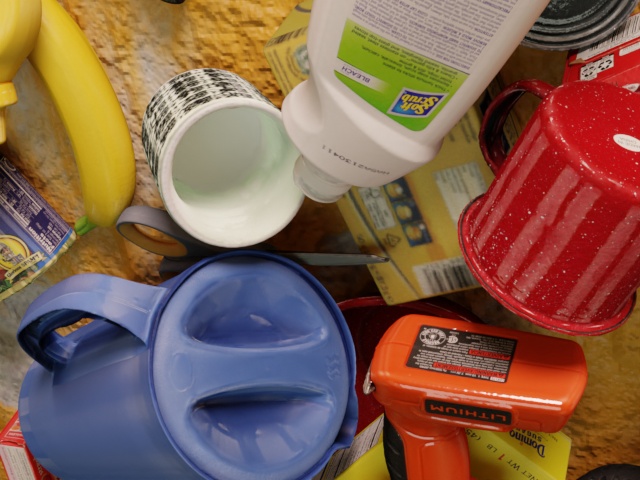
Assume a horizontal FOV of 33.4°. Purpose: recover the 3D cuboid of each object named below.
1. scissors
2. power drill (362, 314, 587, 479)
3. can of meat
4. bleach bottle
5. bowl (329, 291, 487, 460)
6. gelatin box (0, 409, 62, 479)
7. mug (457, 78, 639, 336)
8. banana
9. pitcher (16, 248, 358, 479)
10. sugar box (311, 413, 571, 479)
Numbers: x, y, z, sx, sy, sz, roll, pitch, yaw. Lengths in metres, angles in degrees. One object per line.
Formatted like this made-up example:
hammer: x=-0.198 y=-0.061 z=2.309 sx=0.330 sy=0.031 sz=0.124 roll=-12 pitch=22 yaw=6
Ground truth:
scissors: x=-0.054 y=0.001 z=0.636 sx=0.096 sy=0.016 sz=0.202 roll=37 pitch=152 yaw=-24
power drill: x=0.094 y=0.135 z=0.570 sx=0.184 sy=0.057 sz=0.188 roll=8 pitch=124 yaw=14
can of meat: x=-0.228 y=-0.006 z=0.722 sx=0.102 sy=0.057 sz=0.084 roll=-27 pitch=114 yaw=33
bleach bottle: x=0.037 y=-0.105 z=0.454 sx=0.102 sy=0.068 sz=0.251 roll=26 pitch=138 yaw=-6
bowl: x=0.059 y=0.087 z=0.681 sx=0.162 sy=0.055 sz=0.162 roll=10 pitch=126 yaw=14
gelatin box: x=-0.208 y=0.163 z=0.818 sx=0.030 sy=0.073 sz=0.089 roll=3 pitch=124 yaw=18
mug: x=0.115 y=-0.026 z=0.489 sx=0.117 sy=0.093 sz=0.082 roll=58 pitch=142 yaw=31
banana: x=-0.154 y=-0.081 z=0.655 sx=0.070 sy=0.037 sz=0.198 roll=0 pitch=123 yaw=20
pitcher: x=-0.106 y=0.088 z=0.661 sx=0.243 sy=0.144 sz=0.149 roll=-21 pitch=90 yaw=52
sugar box: x=0.060 y=0.152 z=0.661 sx=0.093 sy=0.048 sz=0.176 roll=36 pitch=126 yaw=-6
